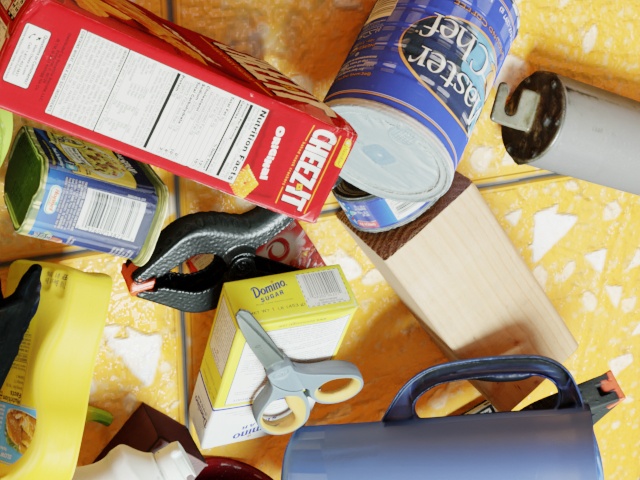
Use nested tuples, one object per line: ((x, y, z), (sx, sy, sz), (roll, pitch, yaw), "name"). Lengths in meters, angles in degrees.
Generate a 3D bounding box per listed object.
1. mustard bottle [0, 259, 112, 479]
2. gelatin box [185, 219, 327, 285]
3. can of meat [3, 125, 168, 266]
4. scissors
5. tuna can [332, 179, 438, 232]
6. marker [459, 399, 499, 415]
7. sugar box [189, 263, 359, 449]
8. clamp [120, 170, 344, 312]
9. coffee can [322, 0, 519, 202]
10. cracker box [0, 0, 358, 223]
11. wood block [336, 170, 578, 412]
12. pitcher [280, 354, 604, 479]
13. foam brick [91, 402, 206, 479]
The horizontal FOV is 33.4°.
((-0.191, 0.111, 0.713), (0.058, 0.096, 0.191), (15, 82, -41), "mustard bottle")
((-0.047, 0.022, 0.820), (0.089, 0.030, 0.073), (-38, 123, -7), "gelatin box")
((-0.156, -0.031, 0.699), (0.083, 0.102, 0.057), (15, 106, -29), "can of meat")
((-0.012, 0.086, 0.753), (0.096, 0.016, 0.202), (-18, 149, -13), "scissors")
((0.051, -0.048, 0.802), (0.086, 0.086, 0.033), (-38, 122, -6), "tuna can")
((0.119, 0.176, 0.981), (0.121, 0.020, 0.020), (-27, 122, -13), "marker")
((-0.040, 0.091, 0.804), (0.093, 0.048, 0.176), (-8, 147, -23), "sugar box")
((-0.055, 0.001, 0.763), (0.171, 0.039, 0.120), (-7, 118, -25), "clamp")
((0.066, -0.112, 0.736), (0.102, 0.103, 0.140), (45, 59, -34), "coffee can")
((-0.104, -0.101, 0.654), (0.213, 0.164, 0.072), (20, 105, -32), "cracker box")
((0.115, 0.035, 0.870), (0.090, 0.091, 0.206), (-42, 124, -4), "wood block")
((0.096, 0.186, 0.831), (0.243, 0.149, 0.145), (-3, 132, 11), "pitcher")
((-0.138, 0.180, 0.837), (0.078, 0.051, 0.053), (-50, 125, 3), "foam brick")
